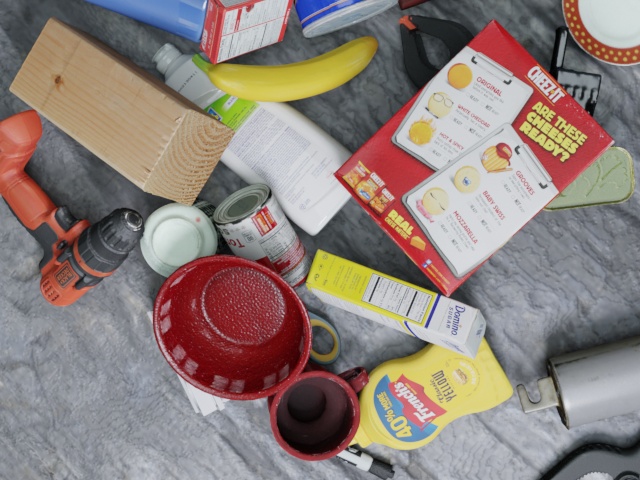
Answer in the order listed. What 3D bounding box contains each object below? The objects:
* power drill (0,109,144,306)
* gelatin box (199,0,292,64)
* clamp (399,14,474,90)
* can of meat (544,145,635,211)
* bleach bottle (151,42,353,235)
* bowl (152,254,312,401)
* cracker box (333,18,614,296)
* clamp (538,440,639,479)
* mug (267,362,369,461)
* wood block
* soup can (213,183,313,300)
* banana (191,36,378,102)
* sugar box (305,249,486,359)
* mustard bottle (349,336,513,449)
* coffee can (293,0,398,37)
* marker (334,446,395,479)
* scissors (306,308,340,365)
[{"bbox_3d":[-0.273,-0.038,1.099,0.185,0.057,0.187,-36,87,42],"label":"power drill"},{"bbox_3d":[-0.073,-0.222,1.061,0.089,0.073,0.030,-24,64,-29],"label":"gelatin box"},{"bbox_3d":[0.151,-0.173,1.101,0.120,0.039,0.171,-33,87,19],"label":"clamp"},{"bbox_3d":[0.261,-0.065,1.098,0.102,0.084,0.057,-7,95,3],"label":"can of meat"},{"bbox_3d":[-0.069,-0.121,1.120,0.251,0.068,0.102,42,91,1],"label":"bleach bottle"},{"bbox_3d":[-0.083,0.077,1.066,0.162,0.055,0.162,4,115,10],"label":"bowl"},{"bbox_3d":[0.145,-0.077,1.032,0.214,0.072,0.164,-44,85,6],"label":"cracker box"},{"bbox_3d":[0.336,0.269,1.147,0.210,0.036,0.164,-17,94,6],"label":"clamp"},{"bbox_3d":[-0.002,0.167,1.115,0.117,0.081,0.093,-35,99,-5],"label":"mug"},{"bbox_3d":[-0.199,-0.130,1.067,0.206,0.090,0.091,35,97,26],"label":"wood block"},{"bbox_3d":[-0.057,0.001,1.093,0.068,0.068,0.102,-27,117,4],"label":"soup can"},{"bbox_3d":[-0.028,-0.175,1.092,0.197,0.037,0.069,-7,68,-14],"label":"banana"},{"bbox_3d":[0.078,0.065,1.087,0.176,0.093,0.048,18,80,17],"label":"sugar box"},{"bbox_3d":[0.101,0.167,1.138,0.191,0.058,0.096,-30,92,5],"label":"mustard bottle"},{"bbox_3d":[0.007,-0.290,1.080,0.103,0.103,0.140,-20,94,4],"label":"coffee can"},{"bbox_3d":[0.025,0.231,1.166,0.121,0.020,0.020,25,95,0],"label":"marker"},{"bbox_3d":[-0.029,0.057,1.156,0.096,0.016,0.202,-4,95,1],"label":"scissors"}]
